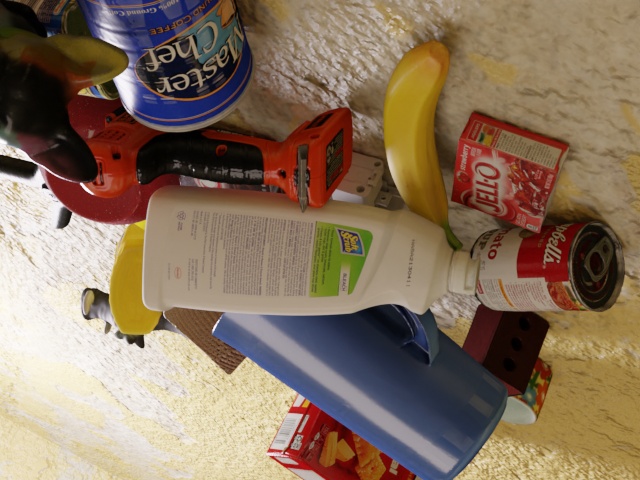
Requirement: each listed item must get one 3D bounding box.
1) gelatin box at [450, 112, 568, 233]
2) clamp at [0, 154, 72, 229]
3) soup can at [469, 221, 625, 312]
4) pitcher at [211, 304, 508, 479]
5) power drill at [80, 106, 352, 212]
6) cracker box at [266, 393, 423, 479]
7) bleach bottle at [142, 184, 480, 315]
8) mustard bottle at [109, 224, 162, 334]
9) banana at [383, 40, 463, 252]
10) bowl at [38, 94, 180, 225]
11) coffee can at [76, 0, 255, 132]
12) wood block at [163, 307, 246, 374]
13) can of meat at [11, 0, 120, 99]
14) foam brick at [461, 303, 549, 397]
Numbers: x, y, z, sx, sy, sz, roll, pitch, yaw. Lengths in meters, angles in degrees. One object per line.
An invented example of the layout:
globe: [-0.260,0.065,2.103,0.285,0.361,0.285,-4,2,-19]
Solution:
gelatin box: [0.136,-0.047,0.780,0.073,0.030,0.089,22,155,13]
clamp: [-0.296,-0.067,1.168,0.120,0.039,0.172,34,149,-26]
soup can: [0.175,0.022,0.832,0.102,0.068,0.068,-4,141,50]
pitcher: [0.041,0.093,0.912,0.243,0.145,0.149,37,-176,3]
power drill: [-0.073,-0.075,0.826,0.188,0.184,0.057,4,115,14]
cracker box: [0.065,0.229,1.233,0.213,0.164,0.072,39,155,-25]
bleach bottle: [-0.007,0.018,0.810,0.251,0.102,0.068,7,-169,13]
mustard bottle: [-0.199,0.031,1.171,0.058,0.096,0.192,1,-167,-8]
banana: [0.074,-0.075,0.767,0.070,0.037,0.198,31,152,33]
bowl: [-0.199,-0.068,0.978,0.162,0.055,0.162,9,131,10]
coffee can: [-0.107,-0.156,0.726,0.103,0.102,0.140,18,154,19]
wood block: [-0.101,0.073,1.100,0.090,0.091,0.206,43,172,-3]
can of meat: [-0.209,-0.163,0.871,0.084,0.057,0.102,12,151,27]
foam brick: [0.166,0.099,0.980,0.053,0.078,0.051,34,153,-16]
